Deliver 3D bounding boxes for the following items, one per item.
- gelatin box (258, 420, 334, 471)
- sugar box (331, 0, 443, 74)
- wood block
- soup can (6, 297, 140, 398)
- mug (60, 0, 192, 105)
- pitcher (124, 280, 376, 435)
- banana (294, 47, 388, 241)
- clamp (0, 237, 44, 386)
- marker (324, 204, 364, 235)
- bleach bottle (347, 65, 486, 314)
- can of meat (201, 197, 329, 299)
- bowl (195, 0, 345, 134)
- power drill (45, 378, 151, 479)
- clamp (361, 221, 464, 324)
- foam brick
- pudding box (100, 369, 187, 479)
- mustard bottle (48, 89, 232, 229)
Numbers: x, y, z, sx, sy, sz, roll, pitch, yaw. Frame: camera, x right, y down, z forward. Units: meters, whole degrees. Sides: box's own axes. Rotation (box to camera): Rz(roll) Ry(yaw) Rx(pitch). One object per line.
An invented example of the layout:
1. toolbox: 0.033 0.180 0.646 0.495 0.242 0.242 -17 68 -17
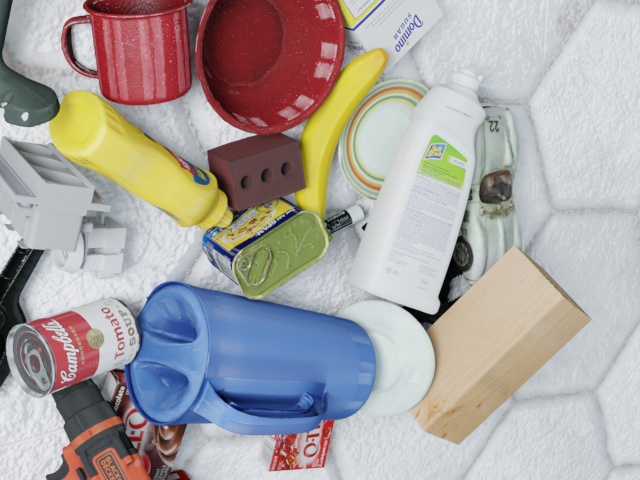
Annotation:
1. gelatin box: -0.023 0.209 1.182 0.073 0.030 0.089 3 107 -33
2. sugar box: 0.039 -0.256 1.032 0.093 0.048 0.176 -45 129 -8
3. wood block: 0.183 0.118 1.176 0.206 0.091 0.090 -46 142 10
4. soup can: -0.224 0.096 0.974 0.102 0.069 0.068 -18 119 -48
5. mug: -0.166 -0.167 0.921 0.117 0.093 0.081 -1 117 1
6. pitcher: -0.056 0.126 1.050 0.242 0.145 0.149 11 68 -42
7. banana: 0.013 -0.101 1.062 0.037 0.070 0.198 -8 117 -64
8. clamp: -0.291 0.058 0.954 0.120 0.039 0.171 -16 124 -27
9. marker: -0.009 -0.005 1.115 0.121 0.020 0.020 -27 120 -20
10. bleach bottle: 0.117 -0.056 1.114 0.102 0.068 0.251 20 93 -27
11. can of meat: -0.057 0.001 1.047 0.102 0.084 0.057 -34 123 -17
12. bowl: -0.057 -0.182 0.990 0.161 0.055 0.162 -14 116 -32
13. power drill: -0.259 0.228 0.992 0.187 0.184 0.057 -32 165 -2
14. clamp: 0.123 0.047 1.205 0.209 0.036 0.164 -10 110 -28
15. foam brick: -0.063 -0.069 1.036 0.078 0.051 0.053 -21 118 -23
16. pudding box: -0.184 0.189 1.069 0.089 0.039 0.113 13 101 -34
17. mustard bottle: -0.148 -0.060 0.957 0.191 0.096 0.058 35 91 -42
